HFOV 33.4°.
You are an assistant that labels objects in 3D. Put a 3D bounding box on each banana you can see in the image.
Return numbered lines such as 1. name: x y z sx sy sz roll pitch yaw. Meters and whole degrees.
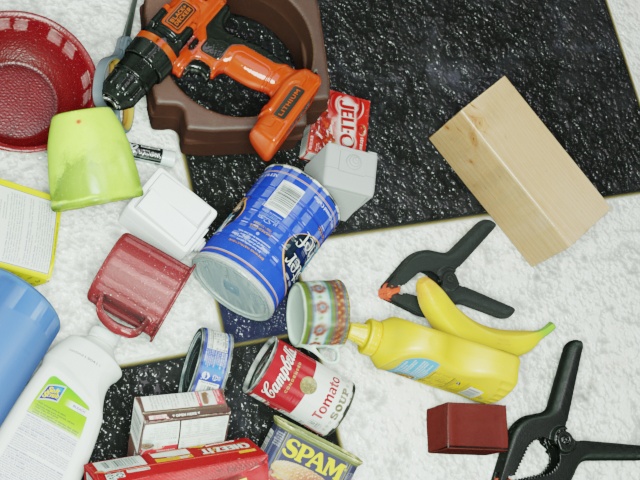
1. banana: 0.180 0.098 1.234 0.197 0.037 0.069 19 95 -27

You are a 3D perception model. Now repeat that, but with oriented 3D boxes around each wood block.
1. wood block: 0.242 -0.082 1.305 0.090 0.090 0.206 -39 89 -27

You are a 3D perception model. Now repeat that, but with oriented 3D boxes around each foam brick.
1. foam brick: 0.164 0.212 1.199 0.078 0.053 0.051 6 71 -21

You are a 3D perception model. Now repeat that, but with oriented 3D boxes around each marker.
1. marker: -0.219 -0.101 1.168 0.121 0.020 0.020 11 69 -18

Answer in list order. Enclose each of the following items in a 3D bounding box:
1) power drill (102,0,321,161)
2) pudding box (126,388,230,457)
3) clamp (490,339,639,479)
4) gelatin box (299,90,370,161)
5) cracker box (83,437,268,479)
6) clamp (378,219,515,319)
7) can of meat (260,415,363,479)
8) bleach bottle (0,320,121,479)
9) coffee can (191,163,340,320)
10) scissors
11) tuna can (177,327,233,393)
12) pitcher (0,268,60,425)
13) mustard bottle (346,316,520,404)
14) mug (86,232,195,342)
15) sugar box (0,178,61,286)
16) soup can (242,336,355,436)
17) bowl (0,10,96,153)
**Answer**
1. power drill: -0.108 -0.167 1.109 0.187 0.057 0.184 36 69 -1
2. pudding box: -0.141 0.201 1.052 0.089 0.114 0.039 -3 39 -23
3. clamp: 0.286 0.239 1.246 0.209 0.036 0.164 -40 90 -25
4. gelatin box: 0.018 -0.132 1.266 0.073 0.030 0.089 14 69 -17
5. cracker box: -0.129 0.307 1.002 0.164 0.072 0.214 -5 97 -22
6. clamp: 0.149 0.036 1.256 0.171 0.039 0.120 -1 77 -24
7. can of meat: -0.021 0.242 1.103 0.102 0.057 0.084 29 85 -10
8. bleach bottle: -0.258 0.193 1.034 0.102 0.068 0.250 32 62 -10
9. coffee can: -0.058 0.001 1.151 0.103 0.103 0.140 39 63 -6
10. scissors: -0.216 -0.197 1.194 0.016 0.096 0.201 -3 40 11
11. tuna can: -0.119 0.133 1.094 0.033 0.086 0.086 17 68 -14
12. pitcher: -0.357 0.140 0.983 0.149 0.145 0.242 41 59 -19
13. mustard bottle: 0.117 0.128 1.183 0.191 0.096 0.058 19 67 -15
14. mug: -0.189 0.052 1.087 0.081 0.093 0.117 30 42 -5
15. sugar box: -0.343 -0.020 1.045 0.175 0.048 0.093 19 64 -38
16. soup can: -0.022 0.156 1.135 0.102 0.069 0.068 31 64 -11
17. bowl: -0.319 -0.158 1.127 0.162 0.055 0.162 7 71 -20
